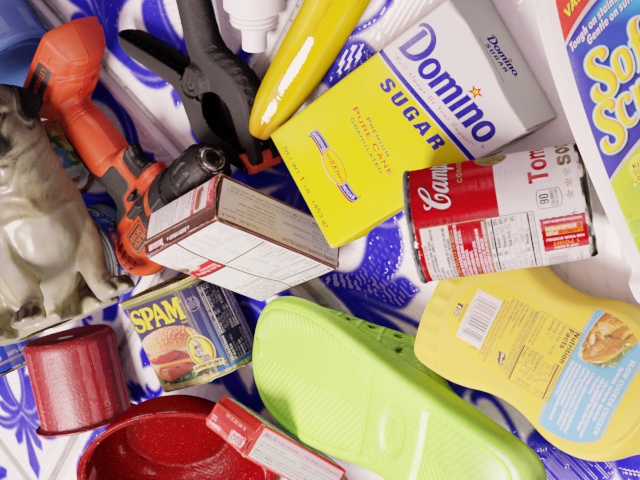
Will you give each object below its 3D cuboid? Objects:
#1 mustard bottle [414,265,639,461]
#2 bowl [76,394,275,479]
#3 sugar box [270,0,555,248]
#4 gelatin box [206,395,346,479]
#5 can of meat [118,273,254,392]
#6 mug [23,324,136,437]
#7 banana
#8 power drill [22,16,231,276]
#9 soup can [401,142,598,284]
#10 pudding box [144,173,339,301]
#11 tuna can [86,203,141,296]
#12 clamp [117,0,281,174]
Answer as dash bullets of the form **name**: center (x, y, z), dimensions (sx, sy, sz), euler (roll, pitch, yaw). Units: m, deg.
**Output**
- **mustard bottle**: center (0.155, 0.075, 0.640), dimensions (0.192, 0.058, 0.096), euler (31, 104, 27)
- **bowl**: center (-0.119, 0.179, 0.890), dimensions (0.162, 0.055, 0.162), euler (-2, 129, -3)
- **sugar box**: center (0.053, -0.073, 0.680), dimensions (0.177, 0.048, 0.093), euler (-33, 84, 44)
- **gelatin box**: center (-0.035, 0.157, 0.808), dimensions (0.030, 0.089, 0.073), euler (-59, 29, -6)
- **can of meat**: center (-0.105, 0.071, 0.867), dimensions (0.102, 0.057, 0.084), euler (-20, 96, 44)
- **mug**: center (-0.223, 0.124, 0.978), dimensions (0.117, 0.093, 0.081), euler (-164, 62, -77)
- **banana**: center (-0.001, -0.139, 0.684), dimensions (0.037, 0.069, 0.198), euler (39, 145, 3)
- **power drill**: center (-0.153, -0.077, 0.828), dimensions (0.188, 0.057, 0.185), euler (57, 143, 7)
- **soup can**: center (0.104, -0.015, 0.617), dimensions (0.102, 0.068, 0.068), euler (-9, 103, 13)
- **pudding box**: center (-0.055, 0.001, 0.762), dimensions (0.090, 0.113, 0.039), euler (-26, 53, 43)
- **tuna can**: center (-0.195, 0.011, 0.935), dimensions (0.086, 0.033, 0.086), euler (17, 117, 35)
- **clamp**: center (-0.091, -0.120, 0.792), dimensions (0.120, 0.039, 0.171), euler (-30, 85, 57)
